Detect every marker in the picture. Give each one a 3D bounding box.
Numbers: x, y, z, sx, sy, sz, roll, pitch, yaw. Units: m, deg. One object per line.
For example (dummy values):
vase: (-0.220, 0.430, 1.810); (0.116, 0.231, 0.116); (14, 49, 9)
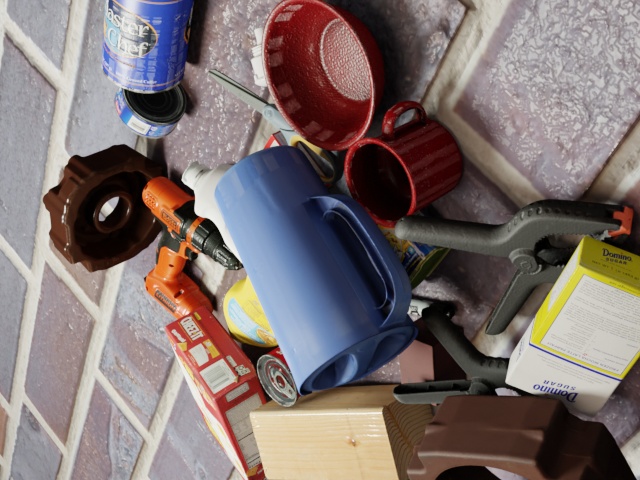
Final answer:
marker: (0.099, 0.072, 1.171); (0.121, 0.020, 0.020); (8, 119, 48)

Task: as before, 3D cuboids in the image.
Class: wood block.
wood block: (0.027, 0.229, 1.264); (0.207, 0.090, 0.091); (-9, 98, 41)

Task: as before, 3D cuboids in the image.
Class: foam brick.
foam brick: (0.121, 0.128, 1.156); (0.053, 0.051, 0.078); (21, 128, 43)

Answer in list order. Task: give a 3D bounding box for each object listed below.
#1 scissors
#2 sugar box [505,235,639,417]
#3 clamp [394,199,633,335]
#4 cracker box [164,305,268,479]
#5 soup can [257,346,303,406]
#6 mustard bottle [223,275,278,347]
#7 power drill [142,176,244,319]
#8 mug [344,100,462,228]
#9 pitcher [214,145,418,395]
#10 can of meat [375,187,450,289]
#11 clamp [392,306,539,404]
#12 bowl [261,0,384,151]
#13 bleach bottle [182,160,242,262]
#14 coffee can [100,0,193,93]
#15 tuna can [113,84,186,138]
scissors: (-0.039, -0.149, 1.173); (0.202, 0.016, 0.096); (48, 128, 11)
sugar box: (0.241, 0.081, 0.958); (0.093, 0.048, 0.176); (22, 138, 2)
clamp: (0.193, 0.018, 0.978); (0.210, 0.036, 0.164); (-14, 128, 36)
cracker box: (-0.119, 0.215, 1.423); (0.164, 0.072, 0.213); (45, 159, 47)
soup can: (-0.016, 0.147, 1.290); (0.069, 0.102, 0.068); (29, 133, 36)
mustard bottle: (-0.072, 0.087, 1.353); (0.096, 0.058, 0.192); (41, 144, -3)
power drill: (-0.173, 0.027, 1.443); (0.185, 0.057, 0.188); (40, 137, 26)
mug: (0.083, -0.080, 1.037); (0.093, 0.081, 0.117); (22, 129, 41)
pitcher: (-0.007, 0.020, 1.081); (0.243, 0.149, 0.145); (61, -178, 20)
can of meat: (0.082, 0.003, 1.116); (0.084, 0.057, 0.102); (49, 142, 14)
clamp: (0.161, 0.135, 1.082); (0.171, 0.039, 0.120); (14, 125, 14)
bowl: (0.013, -0.175, 1.082); (0.162, 0.055, 0.162); (29, 133, 36)
bleach bottle: (-0.058, 0.001, 1.203); (0.251, 0.068, 0.102); (38, 96, 12)
coffee can: (-0.202, -0.259, 1.247); (0.103, 0.102, 0.140); (42, 140, 25)
tuna can: (-0.211, -0.172, 1.330); (0.086, 0.085, 0.034); (56, 142, 7)
